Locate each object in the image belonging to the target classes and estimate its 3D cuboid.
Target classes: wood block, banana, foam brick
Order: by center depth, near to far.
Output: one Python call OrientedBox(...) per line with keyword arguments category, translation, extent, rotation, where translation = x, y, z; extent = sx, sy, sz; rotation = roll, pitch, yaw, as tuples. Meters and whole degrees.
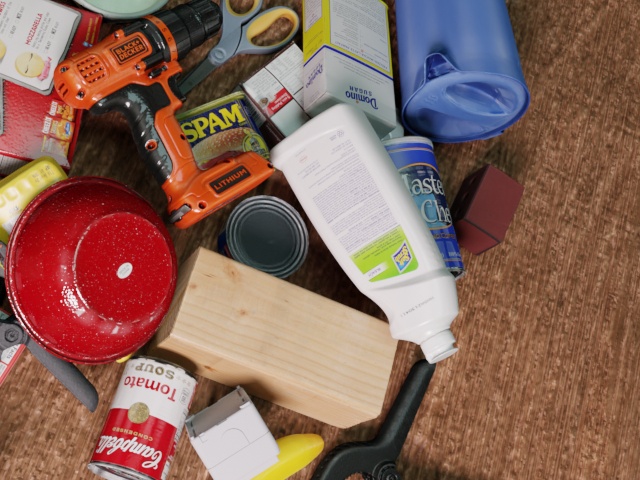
OrientedBox(category="banana", translation=(-0.070, 0.241, 0.965), extent=(0.197, 0.037, 0.069), rotation=(-54, 124, -25))
OrientedBox(category="wood block", translation=(-0.043, 0.095, 0.991), extent=(0.206, 0.091, 0.090), rotation=(23, 66, -15))
OrientedBox(category="foam brick", translation=(0.175, -0.033, 1.147), extent=(0.051, 0.053, 0.078), rotation=(33, 63, -10))

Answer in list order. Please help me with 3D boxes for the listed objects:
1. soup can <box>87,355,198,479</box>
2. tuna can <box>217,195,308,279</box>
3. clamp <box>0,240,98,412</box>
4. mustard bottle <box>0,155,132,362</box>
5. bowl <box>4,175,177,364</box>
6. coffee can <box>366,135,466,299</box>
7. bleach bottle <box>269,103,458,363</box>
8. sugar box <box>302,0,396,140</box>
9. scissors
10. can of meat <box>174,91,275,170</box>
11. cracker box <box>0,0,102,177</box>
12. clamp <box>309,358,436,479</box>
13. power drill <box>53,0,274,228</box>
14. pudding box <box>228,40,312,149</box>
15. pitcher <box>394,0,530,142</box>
OrientedBox(category="soup can", translation=(-0.154, 0.160, 0.935), extent=(0.068, 0.069, 0.102), rotation=(24, 65, -14))
OrientedBox(category="tuna can", translation=(-0.057, 0.001, 1.048), extent=(0.086, 0.034, 0.086), rotation=(7, 70, -21))
OrientedBox(category="clamp", translation=(-0.248, 0.081, 0.891), extent=(0.120, 0.039, 0.171), rotation=(-4, 97, -28))
OrientedBox(category="mustard bottle", translation=(-0.223, 0.028, 0.937), extent=(0.096, 0.058, 0.191), rotation=(-33, 107, -4))
OrientedBox(category="bowl", translation=(-0.177, 0.024, 0.890), extent=(0.161, 0.055, 0.162), rotation=(3, 85, -39))
OrientedBox(category="coffee can", translation=(0.079, -0.021, 1.074), extent=(0.102, 0.103, 0.140), rotation=(-7, 76, -25))
OrientedBox(category="bleach bottle", translation=(0.050, 0.001, 0.994), extent=(0.068, 0.103, 0.251), rotation=(6, 54, -62))
OrientedBox(category="sugar box", translation=(0.028, -0.191, 1.110), extent=(0.093, 0.048, 0.176), rotation=(22, 52, -29))
OrientedBox(category="scissors", translation=(-0.111, -0.209, 1.105), extent=(0.201, 0.016, 0.096), rotation=(-29, 84, -28))
OrientedBox(category="can of meat", translation=(-0.103, -0.087, 1.045), extent=(0.101, 0.058, 0.084), rotation=(-26, 87, -28))
OrientedBox(category="cracker box", translation=(-0.320, -0.152, 0.966), extent=(0.213, 0.072, 0.164), rotation=(13, 68, -18))
OrientedBox(category="clamp", translation=(0.068, 0.234, 1.023), extent=(0.209, 0.036, 0.164), rotation=(-32, 94, -25))
OrientedBox(category="power drill", translation=(-0.125, -0.119, 0.981), extent=(0.184, 0.057, 0.187), rotation=(-35, 91, -30))
OrientedBox(category="pudding box", translation=(-0.026, -0.137, 1.104), extent=(0.113, 0.039, 0.089), rotation=(49, 60, -4))
OrientedBox(category="pitcher", translation=(0.146, -0.233, 1.159), extent=(0.144, 0.149, 0.243), rotation=(3, 63, -15))
